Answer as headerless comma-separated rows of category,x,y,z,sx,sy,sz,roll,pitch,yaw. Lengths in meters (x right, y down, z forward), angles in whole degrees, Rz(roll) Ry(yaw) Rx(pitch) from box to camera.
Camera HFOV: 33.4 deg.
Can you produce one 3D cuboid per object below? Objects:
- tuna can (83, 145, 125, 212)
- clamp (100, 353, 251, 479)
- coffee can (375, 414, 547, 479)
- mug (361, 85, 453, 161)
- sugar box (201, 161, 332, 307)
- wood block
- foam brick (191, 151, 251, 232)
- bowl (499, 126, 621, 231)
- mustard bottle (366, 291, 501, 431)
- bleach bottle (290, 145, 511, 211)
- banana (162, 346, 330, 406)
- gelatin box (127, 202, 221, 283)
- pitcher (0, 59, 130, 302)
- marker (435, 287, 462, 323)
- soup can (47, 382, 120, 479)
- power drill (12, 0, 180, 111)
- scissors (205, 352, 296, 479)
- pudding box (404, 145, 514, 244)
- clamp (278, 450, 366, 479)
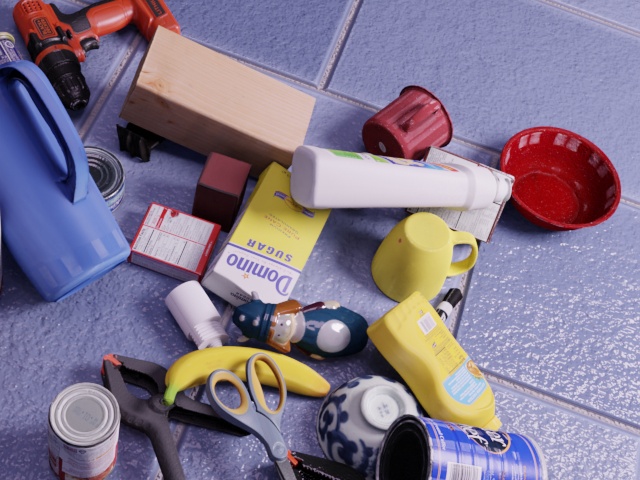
tuna can,-0.271,-0.069,1.249,0.086,0.034,0.086,6,55,-9
clamp,-0.155,0.175,1.108,0.171,0.039,0.120,46,41,20
coffee can,0.141,0.236,1.073,0.140,0.103,0.103,14,52,-24
mug,0.111,-0.140,1.342,0.081,0.117,0.093,-38,90,-26
sugar box,-0.058,0.001,1.232,0.093,0.048,0.176,33,51,-11
wood block,-0.123,-0.158,1.276,0.206,0.090,0.090,23,62,-15
foam brick,-0.117,-0.056,1.250,0.051,0.078,0.053,18,56,-1
bowl,0.299,-0.068,1.370,0.162,0.055,0.162,6,55,-9
mustard bottle,0.135,0.151,1.163,0.191,0.058,0.096,53,32,5
bleach bottle,0.098,-0.067,1.236,0.250,0.068,0.103,2,11,-17
banana,-0.085,0.143,1.133,0.197,0.037,0.070,0,54,-30
gelatin box,-0.168,0.004,1.226,0.089,0.030,0.073,19,55,0
pitcher,-0.302,-0.064,1.131,0.145,0.149,0.243,-32,92,-3
marker,0.132,0.098,1.239,0.020,0.020,0.121,33,55,10
soup can,-0.231,0.190,1.039,0.068,0.102,0.068,6,55,-9
power drill,-0.277,-0.254,1.360,0.187,0.057,0.184,-20,63,-25
scissors,-0.062,0.204,1.066,0.096,0.016,0.202,6,57,-26
pudding box,0.170,-0.056,1.310,0.113,0.039,0.090,22,97,8
clamp,0.044,0.286,1.078,0.164,0.036,0.210,-30,68,-34
